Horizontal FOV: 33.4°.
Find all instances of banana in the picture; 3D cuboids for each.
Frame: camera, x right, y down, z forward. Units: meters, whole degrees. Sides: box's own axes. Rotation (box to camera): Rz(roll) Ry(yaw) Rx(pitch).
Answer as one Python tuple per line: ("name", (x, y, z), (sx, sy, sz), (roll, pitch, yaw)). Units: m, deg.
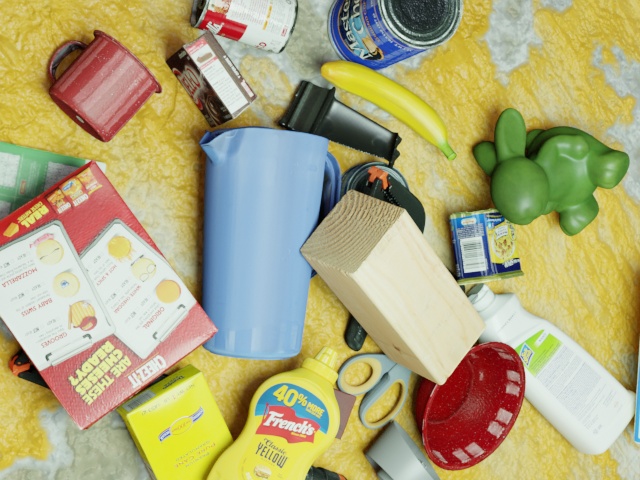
("banana", (0.080, -0.163, 1.232), (0.197, 0.069, 0.037), (29, 110, -23))

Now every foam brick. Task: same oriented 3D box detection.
("foam brick", (-0.008, 0.184, 1.188), (0.078, 0.051, 0.053), (23, 81, -9))

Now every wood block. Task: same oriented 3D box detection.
("wood block", (0.081, 0.052, 1.139), (0.090, 0.091, 0.206), (-51, 130, -14))

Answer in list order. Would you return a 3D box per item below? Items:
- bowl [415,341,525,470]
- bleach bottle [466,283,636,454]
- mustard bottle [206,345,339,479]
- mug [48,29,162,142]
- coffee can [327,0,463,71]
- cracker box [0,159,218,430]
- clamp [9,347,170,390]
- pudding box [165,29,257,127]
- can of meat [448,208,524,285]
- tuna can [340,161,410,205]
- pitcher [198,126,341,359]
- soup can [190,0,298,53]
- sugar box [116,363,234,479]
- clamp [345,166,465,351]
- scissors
("bowl", (0.164, 0.184, 1.242), (0.161, 0.055, 0.162), (-15, 116, -33))
("bleach bottle", (0.274, 0.144, 1.302), (0.250, 0.068, 0.102), (46, 70, -11))
("mustard bottle", (-0.034, 0.197, 1.120), (0.096, 0.058, 0.191), (28, 75, 7))
("mug", (-0.234, -0.163, 1.105), (0.117, 0.093, 0.081), (37, 79, 15))
("coffee can", (0.081, -0.252, 1.194), (0.102, 0.140, 0.103), (1, 88, -22))
("cracker box", (-0.230, 0.054, 1.060), (0.164, 0.072, 0.214), (-36, 87, -11))
("clamp", (-0.237, 0.103, 1.114), (0.171, 0.039, 0.120), (-3, 89, -25))
("pudding box", (-0.117, -0.169, 1.130), (0.039, 0.114, 0.090), (-39, 101, -15))
("can of meat", (0.195, 0.006, 1.260), (0.101, 0.058, 0.084), (-5, 87, -56))
("tuna can", (0.061, -0.049, 1.238), (0.086, 0.034, 0.086), (1, 88, -21))
("pitcher", (-0.058, 0.001, 1.147), (0.149, 0.145, 0.243), (4, 90, 1))
("soup can", (-0.083, -0.251, 1.170), (0.102, 0.069, 0.068), (15, 83, -21))
("sugar box", (-0.136, 0.231, 1.133), (0.093, 0.048, 0.176), (-29, 106, -20))
("clamp", (0.092, 0.011, 1.218), (0.164, 0.036, 0.210), (-19, 117, -24))
("scissors", (0.094, 0.123, 1.241), (0.096, 0.016, 0.202), (33, 86, -12))
